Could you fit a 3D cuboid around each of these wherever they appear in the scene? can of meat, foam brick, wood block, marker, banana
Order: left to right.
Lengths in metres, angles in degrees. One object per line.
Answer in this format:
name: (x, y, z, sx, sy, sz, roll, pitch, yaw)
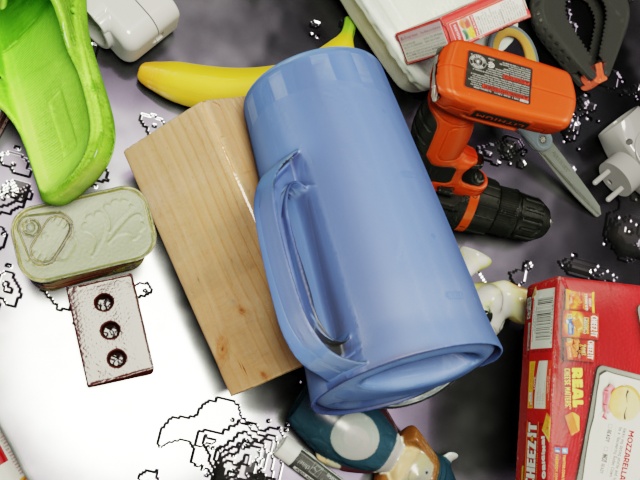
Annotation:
can of meat: (-0.181, 0.001, 0.817, 0.102, 0.084, 0.057, -14, 84, -14)
foam brick: (-0.163, 0.071, 0.826, 0.053, 0.051, 0.078, -13, 84, -13)
wood block: (-0.055, 0.001, 0.824, 0.090, 0.090, 0.206, -18, 83, -58)
banana: (-0.050, -0.137, 0.894, 0.197, 0.037, 0.070, -15, 55, -17)
marker: (0.015, 0.201, 0.859, 0.121, 0.020, 0.020, 38, 75, -4)

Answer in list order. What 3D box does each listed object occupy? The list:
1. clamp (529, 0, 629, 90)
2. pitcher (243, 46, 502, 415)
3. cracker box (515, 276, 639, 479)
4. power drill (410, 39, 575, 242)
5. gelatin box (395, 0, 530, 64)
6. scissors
clamp: (0.218, -0.241, 0.965, 0.164, 0.036, 0.210, -1, 82, -13)
pitcher: (0.020, -0.010, 0.738, 0.145, 0.149, 0.243, -14, 70, -9)
cracker box: (0.260, 0.121, 0.812, 0.213, 0.072, 0.164, 6, 80, -12)
power drill: (0.126, -0.067, 0.843, 0.184, 0.188, 0.057, 13, 58, -10)
gelatin box: (0.110, -0.167, 0.837, 0.073, 0.089, 0.030, -25, 99, -16)
scissors: (0.191, -0.108, 0.915, 0.201, 0.016, 0.096, 30, 84, -26)
